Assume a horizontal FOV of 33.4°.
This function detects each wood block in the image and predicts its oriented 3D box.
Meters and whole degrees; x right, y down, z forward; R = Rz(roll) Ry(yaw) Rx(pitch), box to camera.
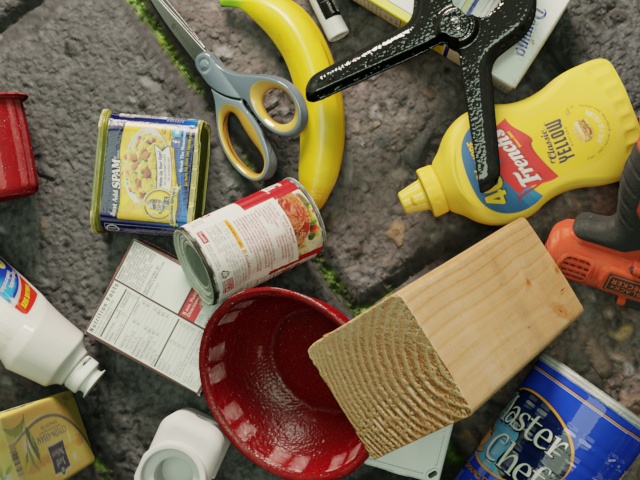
[{"bbox_3d":[0.096,0.063,0.765,0.091,0.205,0.090,-35,84,36],"label":"wood block"}]

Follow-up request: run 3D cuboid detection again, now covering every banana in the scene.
[{"bbox_3d":[-0.016,-0.126,0.877,0.070,0.037,0.198,-25,84,27],"label":"banana"}]

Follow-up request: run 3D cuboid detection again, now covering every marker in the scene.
[{"bbox_3d":[-0.011,-0.222,0.885,0.020,0.020,0.121,-26,86,3],"label":"marker"}]

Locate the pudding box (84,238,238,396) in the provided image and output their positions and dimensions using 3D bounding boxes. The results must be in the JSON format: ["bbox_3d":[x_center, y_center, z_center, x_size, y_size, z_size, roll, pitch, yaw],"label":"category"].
[{"bbox_3d":[-0.123,0.062,0.876,0.113,0.039,0.090,28,91,7],"label":"pudding box"}]

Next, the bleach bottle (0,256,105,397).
[{"bbox_3d":[-0.281,0.039,0.870,0.251,0.102,0.068,38,99,-1],"label":"bleach bottle"}]

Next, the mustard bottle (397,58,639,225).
[{"bbox_3d":[0.153,-0.065,0.846,0.191,0.058,0.096,-22,93,4],"label":"mustard bottle"}]

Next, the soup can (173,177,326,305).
[{"bbox_3d":[-0.055,0.001,0.839,0.102,0.069,0.068,-26,86,-21],"label":"soup can"}]

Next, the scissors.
[{"bbox_3d":[-0.075,-0.147,0.874,0.096,0.016,0.202,-27,86,32],"label":"scissors"}]

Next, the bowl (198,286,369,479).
[{"bbox_3d":[-0.014,0.104,0.826,0.162,0.055,0.162,11,113,27],"label":"bowl"}]

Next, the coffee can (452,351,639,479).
[{"bbox_3d":[0.172,0.171,0.814,0.103,0.103,0.140,35,91,5],"label":"coffee can"}]

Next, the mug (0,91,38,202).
[{"bbox_3d":[-0.284,-0.069,0.860,0.093,0.117,0.081,-9,93,40],"label":"mug"}]

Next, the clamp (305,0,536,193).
[{"bbox_3d":[0.110,-0.150,0.817,0.164,0.036,0.210,36,89,10],"label":"clamp"}]

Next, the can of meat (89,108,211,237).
[{"bbox_3d":[-0.137,-0.053,0.872,0.084,0.057,0.102,5,88,3],"label":"can of meat"}]

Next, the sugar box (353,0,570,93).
[{"bbox_3d":[0.104,-0.203,0.863,0.176,0.048,0.093,33,91,1],"label":"sugar box"}]
